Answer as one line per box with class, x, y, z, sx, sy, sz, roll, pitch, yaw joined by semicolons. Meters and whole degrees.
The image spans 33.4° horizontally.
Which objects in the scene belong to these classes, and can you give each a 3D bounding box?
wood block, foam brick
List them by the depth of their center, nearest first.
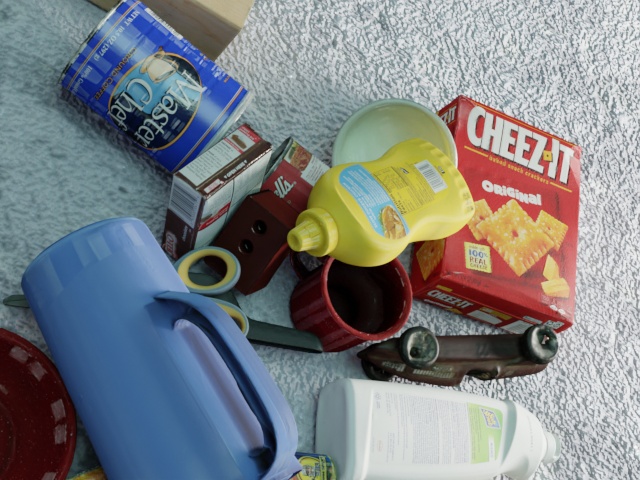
foam brick;-0.056;0.001;0.944;0.053;0.078;0.051;39;20;10
wood block;-0.164;-0.262;0.991;0.206;0.090;0.090;29;61;-17

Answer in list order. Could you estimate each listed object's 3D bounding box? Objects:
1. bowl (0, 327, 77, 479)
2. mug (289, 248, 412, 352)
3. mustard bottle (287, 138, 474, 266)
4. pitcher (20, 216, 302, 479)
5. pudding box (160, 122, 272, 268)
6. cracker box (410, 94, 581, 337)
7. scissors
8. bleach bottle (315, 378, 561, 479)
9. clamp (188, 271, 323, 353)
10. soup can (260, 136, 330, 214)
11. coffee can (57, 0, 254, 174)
bowl;-0.269;0.146;0.802;0.161;0.055;0.162;10;67;-25
mug;0.015;0.047;0.976;0.117;0.082;0.093;46;57;-6
mustard bottle;0.046;-0.027;0.941;0.191;0.058;0.096;-22;71;-40
pitcher;-0.121;0.102;0.803;0.149;0.145;0.243;-30;78;-4
pudding box;-0.091;-0.037;0.932;0.039;0.114;0.089;40;56;12
cracker box;0.185;-0.023;1.099;0.164;0.072;0.213;20;63;-21
scissors;-0.154;0.035;0.898;0.201;0.016;0.096;17;75;-8
bleach bottle;0.119;0.190;0.991;0.250;0.068;0.102;12;69;-27
clamp;-0.093;0.094;0.927;0.171;0.039;0.120;33;63;-6
soup can;-0.010;-0.040;1.004;0.102;0.069;0.068;38;58;-12
coffee can;-0.145;-0.134;0.945;0.140;0.103;0.102;39;58;-10
